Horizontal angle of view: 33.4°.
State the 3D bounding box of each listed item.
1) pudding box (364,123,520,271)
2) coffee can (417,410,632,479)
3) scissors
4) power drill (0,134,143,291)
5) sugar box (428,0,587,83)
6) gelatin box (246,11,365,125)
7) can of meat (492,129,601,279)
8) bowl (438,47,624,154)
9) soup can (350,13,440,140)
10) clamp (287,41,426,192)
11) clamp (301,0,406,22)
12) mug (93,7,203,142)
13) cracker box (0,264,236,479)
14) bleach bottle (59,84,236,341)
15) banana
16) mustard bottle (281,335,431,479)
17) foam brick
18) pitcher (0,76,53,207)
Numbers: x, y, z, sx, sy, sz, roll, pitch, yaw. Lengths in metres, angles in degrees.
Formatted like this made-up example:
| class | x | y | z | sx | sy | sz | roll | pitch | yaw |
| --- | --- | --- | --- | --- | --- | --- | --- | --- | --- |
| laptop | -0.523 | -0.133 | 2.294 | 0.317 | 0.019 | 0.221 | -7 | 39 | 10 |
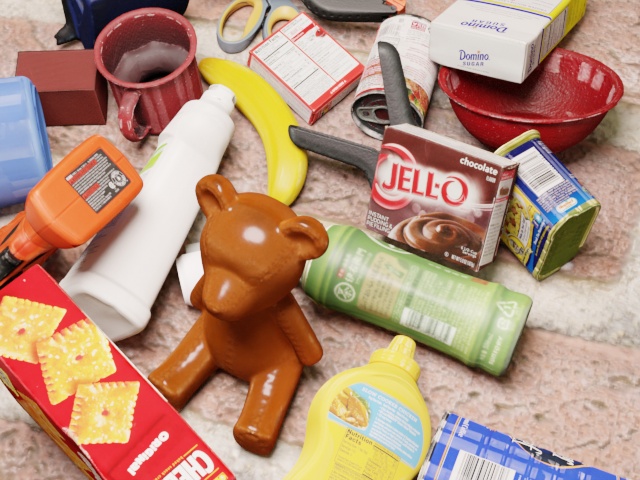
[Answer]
| class | x | y | z | sx | sy | sz | roll | pitch | yaw |
| --- | --- | --- | --- | --- | --- | --- | --- | --- | --- |
| pudding box | 0.097 | -0.037 | 0.868 | 0.114 | 0.090 | 0.039 | 22 | 23 | 28 |
| coffee can | 0.137 | 0.192 | 0.750 | 0.140 | 0.103 | 0.102 | 19 | 60 | 13 |
| scissors | -0.035 | -0.258 | 1.086 | 0.096 | 0.016 | 0.201 | 24 | 61 | 13 |
| power drill | -0.231 | 0.007 | 0.813 | 0.057 | 0.188 | 0.184 | 48 | 39 | -13 |
| sugar box | 0.178 | -0.206 | 0.993 | 0.093 | 0.048 | 0.176 | 19 | 41 | 24 |
| gelatin box | -0.014 | -0.164 | 1.010 | 0.089 | 0.030 | 0.073 | 43 | 67 | 11 |
| can of meat | 0.179 | -0.027 | 0.888 | 0.057 | 0.102 | 0.084 | -29 | 64 | -17 |
| bowl | 0.184 | -0.119 | 0.953 | 0.162 | 0.055 | 0.162 | 0 | 33 | 0 |
| soup can | 0.073 | -0.151 | 0.986 | 0.068 | 0.068 | 0.102 | 13 | 59 | 9 |
| clamp | 0.069 | -0.084 | 0.921 | 0.171 | 0.120 | 0.039 | 39 | 21 | -1 |
| clamp | -0.001 | -0.284 | 1.035 | 0.210 | 0.036 | 0.164 | 28 | 82 | 10 |
| mug | -0.155 | -0.141 | 0.974 | 0.093 | 0.081 | 0.117 | 9 | 60 | 10 |
| cracker box | -0.144 | 0.139 | 0.752 | 0.072 | 0.164 | 0.214 | -39 | 65 | -19 |
| bleach bottle | -0.132 | -0.036 | 0.900 | 0.068 | 0.103 | 0.250 | 38 | 59 | -20 |
| banana | -0.056 | -0.103 | 0.976 | 0.069 | 0.037 | 0.198 | -16 | 59 | -9 |
| mustard bottle | 0.031 | 0.154 | 0.797 | 0.096 | 0.058 | 0.191 | 31 | 60 | -9 |
| foam brick | -0.241 | -0.142 | 0.995 | 0.078 | 0.053 | 0.051 | -1 | 58 | -1 |
| pitcher | -0.356 | -0.059 | 0.911 | 0.242 | 0.149 | 0.145 | -11 | 42 | -9 |
